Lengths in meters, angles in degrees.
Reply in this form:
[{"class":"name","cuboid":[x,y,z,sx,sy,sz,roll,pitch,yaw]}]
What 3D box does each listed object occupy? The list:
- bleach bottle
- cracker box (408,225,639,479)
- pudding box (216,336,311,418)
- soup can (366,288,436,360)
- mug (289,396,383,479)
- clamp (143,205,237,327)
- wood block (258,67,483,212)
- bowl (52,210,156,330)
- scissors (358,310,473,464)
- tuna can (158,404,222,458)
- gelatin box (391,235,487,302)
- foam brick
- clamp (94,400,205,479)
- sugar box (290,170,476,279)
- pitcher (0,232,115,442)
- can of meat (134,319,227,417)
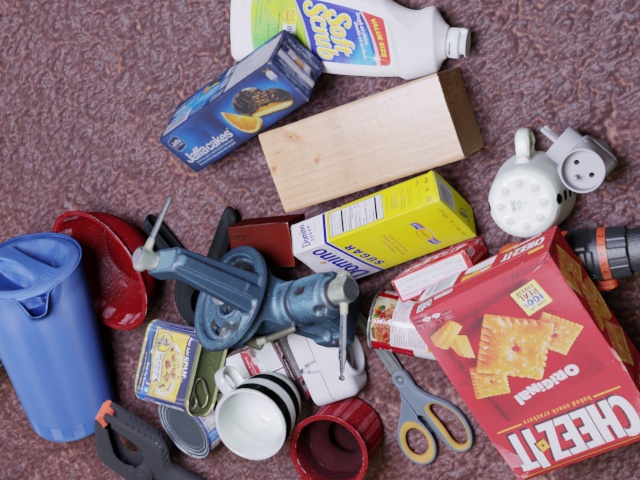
[{"class":"bleach bottle","cuboid":[0.032,-0.225,1.119,0.251,0.068,0.102,8,108,18]},{"class":"cracker box","cuboid":[0.212,0.116,1.046,0.164,0.072,0.213,-28,101,31]},{"class":"pudding box","cuboid":[-0.076,0.168,1.271,0.114,0.039,0.090,-24,95,27]},{"class":"soup can","cuboid":[0.109,0.094,1.162,0.102,0.068,0.068,9,106,19]},{"class":"mug","cuboid":[0.016,0.238,1.227,0.093,0.081,0.117,39,113,9]},{"class":"clamp","cuboid":[-0.151,0.039,1.270,0.120,0.039,0.171,6,106,25]},{"class":"wood block","cuboid":[0.054,-0.105,1.123,0.206,0.090,0.090,-17,96,24]},{"class":"bowl","cuboid":[-0.248,0.026,1.278,0.162,0.055,0.162,24,132,30]},{"class":"scissors","cuboid":[0.086,0.176,1.220,0.202,0.016,0.096,42,114,8]},{"class":"tuna can","cuboid":[-0.156,0.221,1.300,0.086,0.033,0.086,26,135,29]},{"class":"gelatin box","cuboid":[0.128,0.029,1.135,0.089,0.073,0.030,-25,93,25]},{"class":"foam brick","cuboid":[-0.058,0.001,1.216,0.078,0.051,0.053,-3,101,22]},{"class":"clamp","cuboid":[-0.205,0.280,1.318,0.165,0.036,0.210,-10,122,21]},{"class":"sugar box","cuboid":[0.066,-0.010,1.139,0.176,0.093,0.048,-24,54,24]},{"class":"pitcher","cuboid":[-0.328,0.116,1.290,0.145,0.149,0.243,7,126,22]},{"class":"can of meat","cuboid":[-0.164,0.147,1.247,0.084,0.057,0.102,10,84,28]}]
